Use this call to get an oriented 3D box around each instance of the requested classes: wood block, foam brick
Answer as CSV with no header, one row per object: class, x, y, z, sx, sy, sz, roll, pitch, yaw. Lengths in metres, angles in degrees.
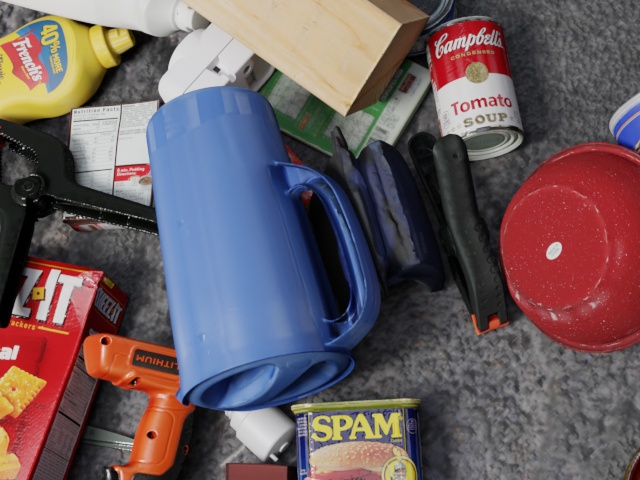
wood block,-0.027,-0.201,0.881,0.206,0.090,0.090,36,114,8
foam brick,-0.044,0.216,0.842,0.051,0.053,0.078,-3,75,13

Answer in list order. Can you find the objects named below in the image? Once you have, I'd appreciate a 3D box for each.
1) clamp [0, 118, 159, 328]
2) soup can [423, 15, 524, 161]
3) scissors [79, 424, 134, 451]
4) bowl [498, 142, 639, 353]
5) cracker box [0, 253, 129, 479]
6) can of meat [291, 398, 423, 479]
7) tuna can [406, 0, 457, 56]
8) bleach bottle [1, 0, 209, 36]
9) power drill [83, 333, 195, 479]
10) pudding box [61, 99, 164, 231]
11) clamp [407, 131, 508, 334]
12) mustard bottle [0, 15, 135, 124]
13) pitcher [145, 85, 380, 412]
clamp,-0.235,-0.038,0.919,0.164,0.036,0.210,-25,57,-10
soup can,0.127,-0.125,0.888,0.068,0.068,0.102,-11,73,10
scissors,-0.255,0.175,0.922,0.202,0.016,0.096,24,79,20
bowl,0.189,0.005,0.800,0.162,0.055,0.162,0,89,46
cracker box,-0.278,0.118,0.900,0.164,0.072,0.213,10,68,15
can of meat,0.030,0.169,0.829,0.102,0.057,0.084,-3,76,1
tuna can,0.076,-0.206,0.934,0.086,0.034,0.086,-3,66,7
bleach bottle,-0.214,-0.235,0.977,0.251,0.068,0.102,23,38,24
power drill,-0.164,0.172,0.838,0.184,0.057,0.187,16,72,-28
pudding box,-0.183,-0.067,0.963,0.090,0.039,0.113,-3,71,15
clamp,0.111,-0.010,0.830,0.039,0.120,0.171,-22,89,2
mustard bottle,-0.264,-0.158,0.998,0.192,0.058,0.096,-19,66,8
pitcher,-0.055,0.001,0.831,0.149,0.145,0.243,-9,67,-14
